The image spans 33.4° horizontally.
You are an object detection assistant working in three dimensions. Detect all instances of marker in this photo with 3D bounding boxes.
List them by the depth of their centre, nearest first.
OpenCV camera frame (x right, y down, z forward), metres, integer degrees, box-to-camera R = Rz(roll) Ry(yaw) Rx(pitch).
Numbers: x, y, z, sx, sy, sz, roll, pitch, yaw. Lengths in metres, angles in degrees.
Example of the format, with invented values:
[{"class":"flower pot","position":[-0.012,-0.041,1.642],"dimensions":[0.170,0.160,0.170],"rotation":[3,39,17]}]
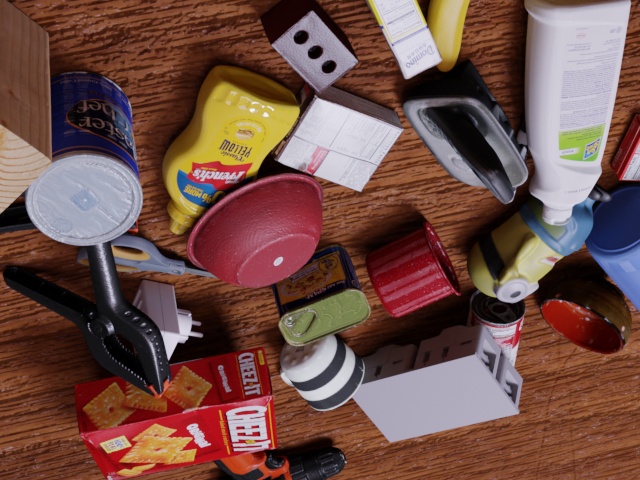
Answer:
[{"class":"marker","position":[0.219,-0.095,1.179],"dimensions":[0.020,0.020,0.121],"rotation":[0,129,-14]}]

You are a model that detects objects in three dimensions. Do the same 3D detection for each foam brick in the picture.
[{"class":"foam brick","position":[-0.010,-0.191,1.016],"dimensions":[0.053,0.051,0.078],"rotation":[-37,129,16]}]

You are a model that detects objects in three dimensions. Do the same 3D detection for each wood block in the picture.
[{"class":"wood block","position":[-0.289,-0.121,0.899],"dimensions":[0.091,0.206,0.090],"rotation":[-40,128,18]}]

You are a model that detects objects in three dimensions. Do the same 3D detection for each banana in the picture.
[{"class":"banana","position":[0.144,-0.249,1.016],"dimensions":[0.069,0.037,0.198],"rotation":[15,124,-24]}]

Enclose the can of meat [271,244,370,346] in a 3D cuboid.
[{"class":"can of meat","position":[-0.003,0.060,1.210],"dimensions":[0.102,0.084,0.057],"rotation":[-22,132,4]}]

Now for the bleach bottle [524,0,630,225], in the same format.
[{"class":"bleach bottle","position":[0.250,-0.130,1.096],"dimensions":[0.102,0.068,0.251],"rotation":[-9,121,-16]}]

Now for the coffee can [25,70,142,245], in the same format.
[{"class":"coffee can","position":[-0.223,-0.079,0.997],"dimensions":[0.102,0.140,0.103],"rotation":[-7,131,-9]}]

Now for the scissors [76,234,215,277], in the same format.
[{"class":"scissors","position":[-0.161,0.022,1.159],"dimensions":[0.201,0.016,0.096],"rotation":[7,159,-19]}]

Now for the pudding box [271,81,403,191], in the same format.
[{"class":"pudding box","position":[0.016,-0.108,1.103],"dimensions":[0.113,0.039,0.090],"rotation":[17,123,-29]}]

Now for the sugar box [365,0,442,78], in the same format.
[{"class":"sugar box","position":[0.053,-0.241,0.962],"dimensions":[0.048,0.093,0.176],"rotation":[-27,132,9]}]

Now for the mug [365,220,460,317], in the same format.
[{"class":"mug","position":[0.107,0.037,1.227],"dimensions":[0.081,0.093,0.117],"rotation":[-26,168,14]}]

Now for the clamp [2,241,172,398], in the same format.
[{"class":"clamp","position":[-0.235,0.082,1.128],"dimensions":[0.165,0.036,0.210],"rotation":[-18,112,36]}]

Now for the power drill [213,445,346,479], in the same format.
[{"class":"power drill","position":[-0.074,0.278,1.395],"dimensions":[0.184,0.057,0.187],"rotation":[-22,132,4]}]

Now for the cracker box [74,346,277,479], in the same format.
[{"class":"cracker box","position":[-0.160,0.205,1.226],"dimensions":[0.213,0.072,0.164],"rotation":[-10,150,-6]}]

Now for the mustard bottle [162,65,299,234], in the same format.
[{"class":"mustard bottle","position":[-0.106,-0.081,1.080],"dimensions":[0.096,0.058,0.192],"rotation":[15,125,-31]}]

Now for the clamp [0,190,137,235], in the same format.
[{"class":"clamp","position":[-0.265,-0.037,1.077],"dimensions":[0.171,0.039,0.120],"rotation":[2,155,-20]}]

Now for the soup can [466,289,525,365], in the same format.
[{"class":"soup can","position":[0.214,0.116,1.325],"dimensions":[0.068,0.068,0.102],"rotation":[-7,131,-9]}]

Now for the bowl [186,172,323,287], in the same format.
[{"class":"bowl","position":[-0.057,0.001,1.127],"dimensions":[0.162,0.055,0.162],"rotation":[-23,153,-13]}]
